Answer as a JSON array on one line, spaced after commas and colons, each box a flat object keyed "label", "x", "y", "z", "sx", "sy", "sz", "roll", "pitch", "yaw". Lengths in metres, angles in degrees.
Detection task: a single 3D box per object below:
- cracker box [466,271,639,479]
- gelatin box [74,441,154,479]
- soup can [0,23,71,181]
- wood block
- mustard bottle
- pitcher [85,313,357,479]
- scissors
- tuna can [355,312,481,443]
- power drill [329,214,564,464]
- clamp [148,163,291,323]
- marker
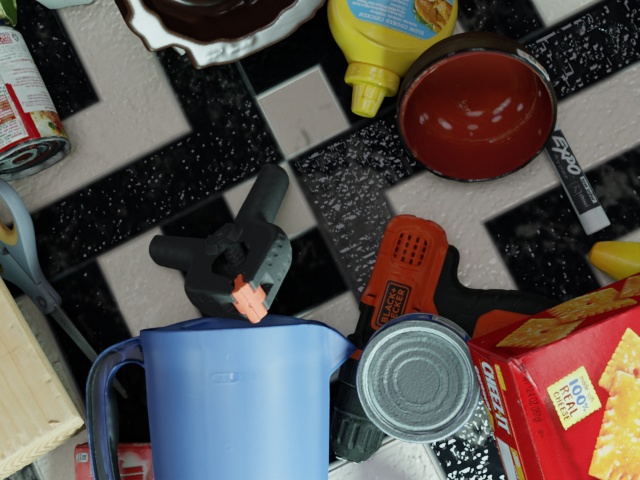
[{"label": "cracker box", "x": 0.221, "y": 0.107, "z": 0.690, "sx": 0.213, "sy": 0.072, "sz": 0.164, "roll": -20, "pitch": 101, "yaw": -13}, {"label": "gelatin box", "x": -0.143, "y": 0.195, "z": 0.790, "sx": 0.073, "sy": 0.030, "sz": 0.089, "roll": -2, "pitch": 84, "yaw": 6}, {"label": "soup can", "x": -0.242, "y": -0.105, "z": 0.815, "sx": 0.068, "sy": 0.068, "sz": 0.102, "roll": -26, "pitch": 81, "yaw": 3}, {"label": "wood block", "x": -0.254, "y": 0.062, "z": 0.738, "sx": 0.090, "sy": 0.090, "sz": 0.206, "roll": -30, "pitch": 81, "yaw": -14}, {"label": "mustard bottle", "x": 0.057, "y": -0.185, "z": 0.795, "sx": 0.096, "sy": 0.058, "sz": 0.191, "roll": 16, "pitch": 86, "yaw": -7}, {"label": "pitcher", "x": -0.065, "y": 0.173, "z": 0.737, "sx": 0.149, "sy": 0.144, "sz": 0.243, "roll": -5, "pitch": 86, "yaw": 46}, {"label": "scissors", "x": -0.206, "y": 0.028, "z": 0.799, "sx": 0.202, "sy": 0.016, "sz": 0.096, "roll": 39, "pitch": 132, "yaw": 10}, {"label": "tuna can", "x": 0.067, "y": 0.093, "z": 0.722, "sx": 0.086, "sy": 0.033, "sz": 0.086, "roll": 0, "pitch": 92, "yaw": 9}, {"label": "power drill", "x": 0.110, "y": 0.090, "z": 0.760, "sx": 0.188, "sy": 0.057, "sz": 0.184, "roll": 17, "pitch": 92, "yaw": 7}, {"label": "clamp", "x": -0.055, "y": 0.001, "z": 0.751, "sx": 0.120, "sy": 0.172, "sz": 0.039, "roll": -42, "pitch": 120, "yaw": -3}, {"label": "marker", "x": 0.178, "y": -0.062, "z": 0.788, "sx": 0.020, "sy": 0.020, "sz": 0.121, "roll": -25, "pitch": 82, "yaw": 3}]
